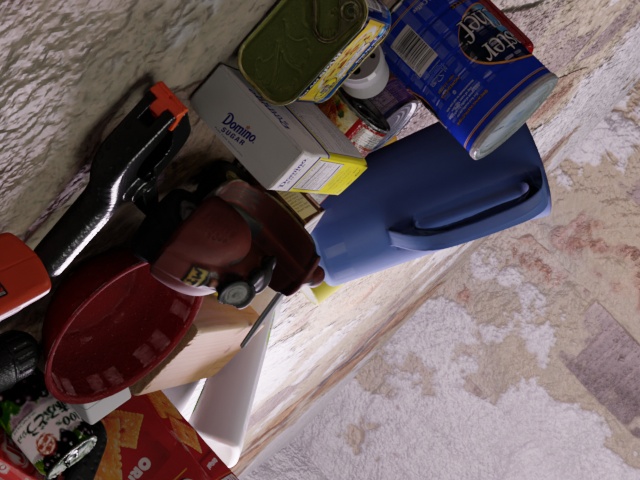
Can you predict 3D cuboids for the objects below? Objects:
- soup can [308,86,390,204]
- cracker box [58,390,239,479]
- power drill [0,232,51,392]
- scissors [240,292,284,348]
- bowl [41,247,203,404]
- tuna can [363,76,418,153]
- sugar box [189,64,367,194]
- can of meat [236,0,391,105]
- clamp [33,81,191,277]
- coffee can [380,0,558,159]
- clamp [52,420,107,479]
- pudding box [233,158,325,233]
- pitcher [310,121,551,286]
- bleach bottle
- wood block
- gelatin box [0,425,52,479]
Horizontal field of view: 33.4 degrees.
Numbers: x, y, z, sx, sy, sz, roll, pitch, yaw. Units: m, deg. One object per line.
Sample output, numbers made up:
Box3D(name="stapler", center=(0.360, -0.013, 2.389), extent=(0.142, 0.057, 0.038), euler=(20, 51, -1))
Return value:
Box3D(name="soup can", center=(0.006, -0.089, 0.990), extent=(0.102, 0.068, 0.068), euler=(-46, 168, 20))
Box3D(name="cracker box", center=(-0.207, 0.246, 1.128), extent=(0.164, 0.214, 0.072), euler=(-44, 169, 9))
Box3D(name="power drill", center=(-0.252, 0.075, 0.743), extent=(0.184, 0.057, 0.188), euler=(-31, 164, -46))
Box3D(name="scissors", center=(-0.023, 0.039, 1.159), extent=(0.201, 0.016, 0.096), euler=(-57, 165, -9))
Box3D(name="bowl", center=(-0.176, 0.060, 0.898), extent=(0.162, 0.055, 0.162), euler=(-36, 152, -23))
Box3D(name="tuna can", center=(0.062, -0.129, 1.118), extent=(0.086, 0.034, 0.086), euler=(-41, 169, -10))
Box3D(name="sugar box", center=(-0.028, -0.082, 0.836), extent=(0.048, 0.093, 0.176), euler=(-46, 167, 16))
Box3D(name="can of meat", center=(-0.001, -0.147, 0.781), extent=(0.102, 0.057, 0.083), euler=(-45, 171, 18))
Box3D(name="clamp", center=(-0.142, -0.040, 0.739), extent=(0.120, 0.039, 0.172), euler=(-47, 174, -37))
Box3D(name="coffee can", center=(0.128, -0.158, 0.961), extent=(0.102, 0.140, 0.103), euler=(-40, 168, -10))
Box3D(name="clamp", center=(-0.239, 0.184, 1.013), extent=(0.164, 0.036, 0.210), euler=(-46, -154, -6))
Box3D(name="pudding box", center=(-0.058, -0.018, 0.980), extent=(0.039, 0.090, 0.114), euler=(-31, 164, -50))
Box3D(name="pitcher", center=(0.100, -0.041, 1.061), extent=(0.243, 0.145, 0.149), euler=(-22, 166, -1))
Box3D(name="bleach bottle", center=(-0.091, 0.129, 1.244), extent=(0.103, 0.068, 0.250), euler=(111, -3, -61))
Box3D(name="wood block", center=(-0.143, 0.086, 1.076), extent=(0.091, 0.090, 0.206), euler=(-45, 168, 8))
Box3D(name="gelatin box", center=(-0.271, 0.182, 0.937), extent=(0.030, 0.073, 0.089), euler=(-43, -152, 10))
